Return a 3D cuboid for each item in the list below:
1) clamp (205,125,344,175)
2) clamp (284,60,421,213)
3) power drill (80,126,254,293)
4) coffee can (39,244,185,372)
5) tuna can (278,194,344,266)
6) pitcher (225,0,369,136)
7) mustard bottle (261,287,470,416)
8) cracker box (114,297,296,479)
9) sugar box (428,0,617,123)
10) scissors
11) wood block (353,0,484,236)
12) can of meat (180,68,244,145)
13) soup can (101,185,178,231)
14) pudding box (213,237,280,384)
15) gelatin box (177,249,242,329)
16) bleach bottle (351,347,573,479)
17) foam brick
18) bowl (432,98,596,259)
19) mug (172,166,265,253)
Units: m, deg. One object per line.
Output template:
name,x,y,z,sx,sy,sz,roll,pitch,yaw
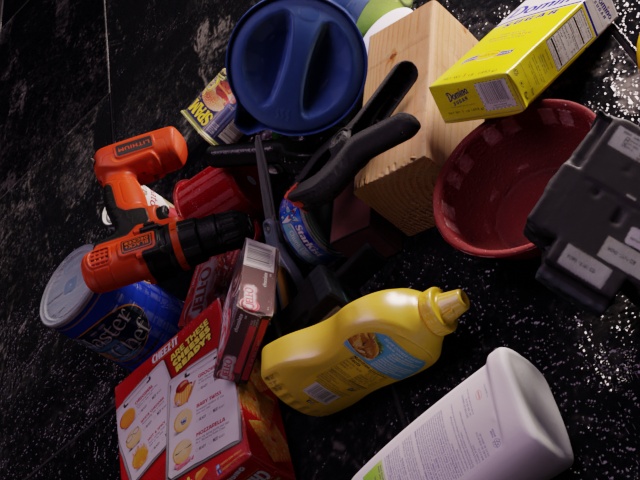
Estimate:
clamp,-0.005,-0.103,1.132,0.164,0.036,0.210,-25,23,-31
clamp,0.033,-0.093,0.988,0.172,0.039,0.120,-36,20,34
power drill,-0.171,-0.039,1.148,0.184,0.057,0.188,-17,46,1
coffee can,-0.230,0.082,1.210,0.103,0.140,0.103,-30,41,30
tuna can,-0.002,-0.017,1.079,0.034,0.086,0.086,-28,42,35
pitcher,-0.012,-0.190,1.103,0.149,0.145,0.243,-5,10,2
mustard bottle,0.046,0.089,0.922,0.192,0.096,0.058,-30,41,30
cracker box,-0.120,0.187,1.054,0.164,0.072,0.214,-40,36,17
sugar box,0.186,-0.173,0.972,0.094,0.048,0.176,-2,36,49
scissors,-0.057,0.001,1.104,0.096,0.016,0.202,-34,70,51
wood block,0.100,-0.122,1.047,0.091,0.090,0.206,-24,44,37
can of meat,-0.123,-0.167,1.374,0.084,0.057,0.102,-47,36,4
soup can,-0.207,-0.021,1.306,0.069,0.102,0.068,-30,40,30
pudding box,-0.070,0.067,1.013,0.113,0.039,0.090,-85,14,-56
gelatin box,-0.117,0.059,1.196,0.073,0.030,0.089,-15,50,42
bleach bottle,0.072,0.193,0.835,0.251,0.068,0.102,-39,37,24
foam brick,0.046,-0.024,1.057,0.051,0.053,0.078,-25,43,35
bowl,0.178,-0.041,0.907,0.162,0.055,0.162,-23,45,25
mug,-0.104,-0.038,1.222,0.082,0.093,0.117,-31,73,26
